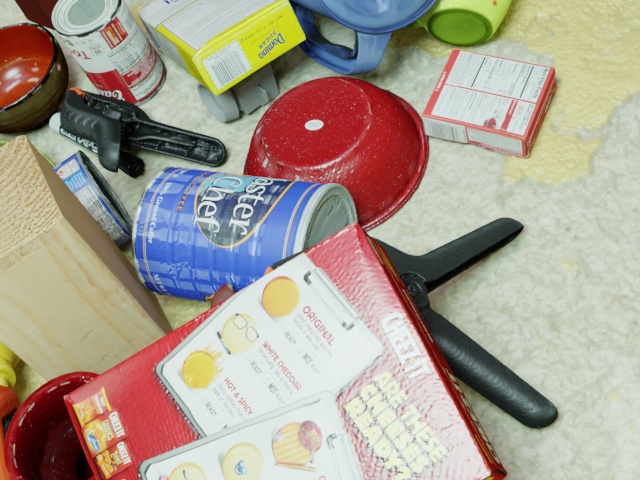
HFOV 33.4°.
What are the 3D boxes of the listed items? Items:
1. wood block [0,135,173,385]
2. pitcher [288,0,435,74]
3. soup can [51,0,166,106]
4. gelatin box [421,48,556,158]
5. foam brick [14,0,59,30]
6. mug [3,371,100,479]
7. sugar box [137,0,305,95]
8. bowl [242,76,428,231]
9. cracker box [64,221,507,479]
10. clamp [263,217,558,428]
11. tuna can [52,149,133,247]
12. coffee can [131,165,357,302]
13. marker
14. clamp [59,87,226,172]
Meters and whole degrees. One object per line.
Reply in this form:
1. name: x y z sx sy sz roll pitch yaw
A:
1. wood block: -0.186 0.035 0.764 0.090 0.206 0.091 -33 53 -3
2. pitcher: -0.003 -0.249 0.909 0.149 0.145 0.243 -50 32 -3
3. soup can: -0.191 -0.177 0.971 0.068 0.102 0.068 -9 56 13
4. gelatin box: 0.135 -0.110 0.853 0.089 0.030 0.073 16 64 21
5. foam brick: -0.280 -0.259 1.072 0.053 0.078 0.051 26 69 29
6. mug: -0.155 0.158 0.749 0.093 0.081 0.117 -43 54 -11
7. sugar box: -0.090 -0.188 0.933 0.093 0.048 0.176 -33 30 -8
8. bowl: 0.004 -0.080 0.867 0.162 0.055 0.162 -10 55 14
9. cracker box: -0.024 0.116 0.631 0.214 0.072 0.164 -31 69 10
10. clamp: 0.062 0.050 0.718 0.209 0.036 0.164 2 55 -20
11. tuna can: -0.189 -0.031 0.883 0.033 0.086 0.086 -34 53 -2
12. coffee can: -0.055 0.001 0.804 0.140 0.102 0.102 8 61 24
13. marker: -0.202 -0.086 0.966 0.121 0.020 0.020 29 71 33
14. clamp: -0.178 -0.094 0.920 0.172 0.120 0.039 22 106 34
